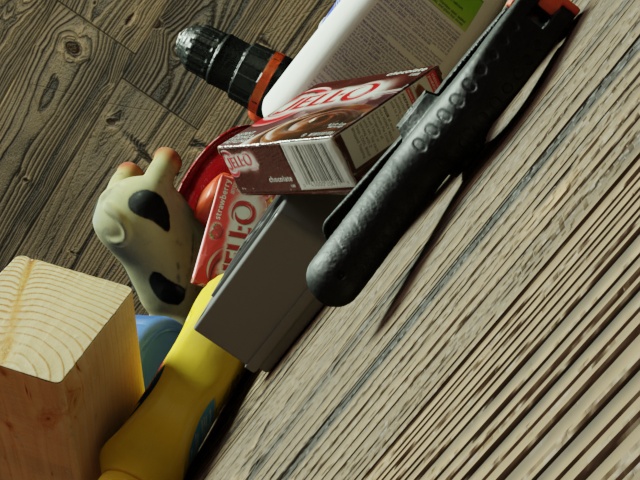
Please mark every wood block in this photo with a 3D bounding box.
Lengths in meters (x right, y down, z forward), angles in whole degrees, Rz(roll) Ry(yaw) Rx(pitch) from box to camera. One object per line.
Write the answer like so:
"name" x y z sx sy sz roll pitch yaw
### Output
"wood block" -0.177 0.125 0.722 0.090 0.090 0.206 -57 -24 -46

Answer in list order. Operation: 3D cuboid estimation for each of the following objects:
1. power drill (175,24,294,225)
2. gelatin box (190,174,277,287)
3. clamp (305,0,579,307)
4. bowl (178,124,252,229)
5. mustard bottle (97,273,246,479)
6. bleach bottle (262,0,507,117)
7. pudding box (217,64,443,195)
"power drill" -0.049 -0.076 0.883 0.057 0.184 0.188 -59 -3 -40
"gelatin box" -0.056 0.001 0.840 0.030 0.073 0.089 145 140 -79
"clamp" 0.051 -0.046 0.500 0.171 0.039 0.120 -49 10 3
"bowl" -0.076 -0.030 1.057 0.161 0.055 0.162 -42 -33 -35
"mustard bottle" -0.096 0.115 0.708 0.191 0.058 0.096 -61 0 -40
"bleach bottle" 0.075 -0.152 0.709 0.251 0.102 0.068 -47 16 18
"pudding box" 0.008 -0.063 0.620 0.089 0.039 0.114 -38 25 -31
